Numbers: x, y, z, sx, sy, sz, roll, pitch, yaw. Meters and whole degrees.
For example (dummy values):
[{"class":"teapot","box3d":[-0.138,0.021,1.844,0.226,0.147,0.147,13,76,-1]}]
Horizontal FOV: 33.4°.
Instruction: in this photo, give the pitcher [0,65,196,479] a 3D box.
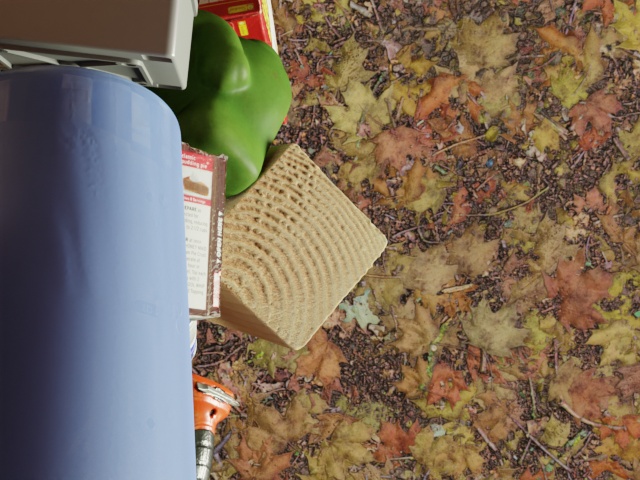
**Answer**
[{"class":"pitcher","box3d":[-0.120,0.049,0.450,0.149,0.144,0.243,128,-37,-62]}]

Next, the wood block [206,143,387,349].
[{"class":"wood block","box3d":[-0.054,0.002,0.712,0.090,0.090,0.206,-49,-162,-14]}]

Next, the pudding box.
[{"class":"pudding box","box3d":[-0.100,0.001,0.575,0.114,0.039,0.090,-7,-102,42]}]
